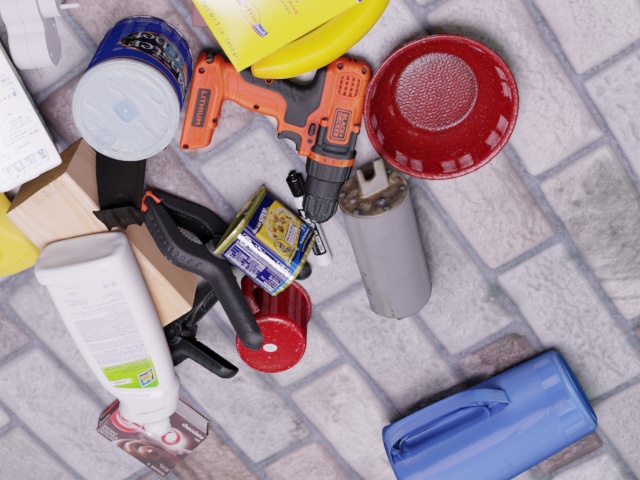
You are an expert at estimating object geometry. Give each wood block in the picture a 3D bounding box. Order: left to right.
[{"bbox_3d":[-0.236,0.003,1.185,0.090,0.091,0.206,-32,115,17],"label":"wood block"}]

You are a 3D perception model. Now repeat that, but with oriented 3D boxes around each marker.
[{"bbox_3d":[-0.013,-0.025,1.210,0.020,0.020,0.121,-16,118,8],"label":"marker"}]

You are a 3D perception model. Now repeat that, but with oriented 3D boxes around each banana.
[{"bbox_3d":[0.016,-0.224,1.069,0.069,0.037,0.198,40,90,-6],"label":"banana"}]

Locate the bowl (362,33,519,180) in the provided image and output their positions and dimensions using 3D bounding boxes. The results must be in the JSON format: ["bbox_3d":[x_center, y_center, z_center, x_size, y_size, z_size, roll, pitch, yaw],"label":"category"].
[{"bbox_3d":[0.124,-0.147,1.122,0.162,0.055,0.162,0,119,0],"label":"bowl"}]

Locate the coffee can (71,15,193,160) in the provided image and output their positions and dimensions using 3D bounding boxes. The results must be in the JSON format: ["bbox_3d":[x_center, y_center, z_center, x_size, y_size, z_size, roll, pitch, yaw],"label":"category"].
[{"bbox_3d":[-0.185,-0.155,1.068,0.103,0.140,0.103,0,119,0],"label":"coffee can"}]

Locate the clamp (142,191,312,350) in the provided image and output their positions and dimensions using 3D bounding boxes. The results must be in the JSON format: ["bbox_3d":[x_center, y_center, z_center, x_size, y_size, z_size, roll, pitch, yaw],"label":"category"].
[{"bbox_3d":[-0.116,0.023,1.173,0.210,0.164,0.036,34,125,-7],"label":"clamp"}]

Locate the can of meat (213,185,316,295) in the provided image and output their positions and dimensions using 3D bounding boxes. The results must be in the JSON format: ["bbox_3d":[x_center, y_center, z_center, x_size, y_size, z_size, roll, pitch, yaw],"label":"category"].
[{"bbox_3d":[-0.058,0.001,1.169,0.084,0.102,0.058,39,125,-9],"label":"can of meat"}]

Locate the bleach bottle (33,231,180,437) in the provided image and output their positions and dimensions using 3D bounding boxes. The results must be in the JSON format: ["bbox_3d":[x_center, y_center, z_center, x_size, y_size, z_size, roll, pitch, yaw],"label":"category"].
[{"bbox_3d":[-0.220,0.114,1.160,0.102,0.068,0.251,-10,121,7],"label":"bleach bottle"}]

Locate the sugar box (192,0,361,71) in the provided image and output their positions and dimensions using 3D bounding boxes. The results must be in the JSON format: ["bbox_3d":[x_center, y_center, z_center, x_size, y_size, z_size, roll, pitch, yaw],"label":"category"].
[{"bbox_3d":[-0.025,-0.242,0.991,0.176,0.048,0.093,-28,119,11],"label":"sugar box"}]

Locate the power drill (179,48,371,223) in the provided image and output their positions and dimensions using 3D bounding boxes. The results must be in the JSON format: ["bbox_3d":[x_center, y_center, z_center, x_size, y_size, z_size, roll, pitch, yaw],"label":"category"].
[{"bbox_3d":[-0.051,-0.117,1.131,0.187,0.057,0.184,10,109,-9],"label":"power drill"}]

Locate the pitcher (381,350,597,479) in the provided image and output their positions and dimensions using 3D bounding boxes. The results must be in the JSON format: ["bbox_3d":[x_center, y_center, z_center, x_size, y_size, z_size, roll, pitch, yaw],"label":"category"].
[{"bbox_3d":[0.201,0.229,1.289,0.243,0.149,0.145,-31,90,12],"label":"pitcher"}]

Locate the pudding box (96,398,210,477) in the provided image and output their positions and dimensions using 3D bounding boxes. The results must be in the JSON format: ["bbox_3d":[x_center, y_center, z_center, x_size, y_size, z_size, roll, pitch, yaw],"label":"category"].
[{"bbox_3d":[-0.210,0.233,1.342,0.113,0.039,0.090,38,112,-19],"label":"pudding box"}]

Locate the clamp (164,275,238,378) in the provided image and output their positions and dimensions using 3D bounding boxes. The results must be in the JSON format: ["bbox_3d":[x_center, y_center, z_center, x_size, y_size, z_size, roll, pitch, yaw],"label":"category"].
[{"bbox_3d":[-0.157,0.115,1.235,0.172,0.120,0.039,-23,152,35],"label":"clamp"}]

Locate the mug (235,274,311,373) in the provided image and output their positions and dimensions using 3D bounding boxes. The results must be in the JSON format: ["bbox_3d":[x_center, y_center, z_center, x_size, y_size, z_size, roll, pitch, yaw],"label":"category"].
[{"bbox_3d":[-0.061,0.091,1.239,0.093,0.081,0.117,-20,117,10],"label":"mug"}]

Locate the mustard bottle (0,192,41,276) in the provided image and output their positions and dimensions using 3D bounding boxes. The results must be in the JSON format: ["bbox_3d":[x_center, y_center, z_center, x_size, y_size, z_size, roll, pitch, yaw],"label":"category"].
[{"bbox_3d":[-0.386,-0.041,1.151,0.096,0.058,0.191,-9,135,22],"label":"mustard bottle"}]
